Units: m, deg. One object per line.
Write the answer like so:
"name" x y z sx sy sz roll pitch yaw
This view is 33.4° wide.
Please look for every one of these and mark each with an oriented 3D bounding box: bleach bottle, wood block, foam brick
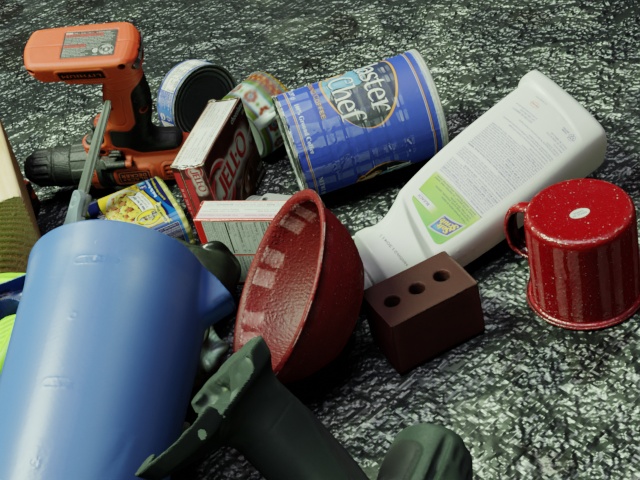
"bleach bottle" 0.114 -0.035 0.890 0.250 0.068 0.103 -35 61 -12
"wood block" -0.316 -0.037 0.979 0.090 0.091 0.206 -20 34 -12
"foam brick" 0.078 0.055 0.819 0.078 0.051 0.053 -26 39 -12

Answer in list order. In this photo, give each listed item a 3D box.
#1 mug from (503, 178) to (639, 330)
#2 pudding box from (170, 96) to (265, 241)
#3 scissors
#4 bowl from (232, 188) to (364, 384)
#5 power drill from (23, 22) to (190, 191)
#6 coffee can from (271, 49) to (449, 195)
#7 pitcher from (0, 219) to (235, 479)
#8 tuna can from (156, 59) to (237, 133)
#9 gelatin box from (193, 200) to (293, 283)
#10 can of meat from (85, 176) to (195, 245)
"mug" 0.191 0.003 0.817 0.093 0.081 0.117 -38 43 -26
"pudding box" -0.094 -0.067 1.000 0.039 0.090 0.113 -2 40 18
"scissors" -0.208 -0.022 0.941 0.096 0.016 0.202 29 98 52
"bowl" -0.011 0.045 0.819 0.055 0.162 0.162 18 33 -20
"power drill" -0.219 -0.121 1.030 0.184 0.187 0.057 -6 54 4
"coffee can" 0.037 -0.107 0.992 0.140 0.103 0.103 -19 38 -3
"pitcher" -0.159 0.116 0.679 0.149 0.144 0.242 -35 35 38
"tuna can" -0.128 -0.144 1.111 0.086 0.086 0.034 -39 42 -27
"gelatin box" -0.056 0.001 0.916 0.089 0.073 0.030 -1 40 20
"can of meat" -0.169 -0.009 0.984 0.084 0.057 0.102 -24 38 -13
